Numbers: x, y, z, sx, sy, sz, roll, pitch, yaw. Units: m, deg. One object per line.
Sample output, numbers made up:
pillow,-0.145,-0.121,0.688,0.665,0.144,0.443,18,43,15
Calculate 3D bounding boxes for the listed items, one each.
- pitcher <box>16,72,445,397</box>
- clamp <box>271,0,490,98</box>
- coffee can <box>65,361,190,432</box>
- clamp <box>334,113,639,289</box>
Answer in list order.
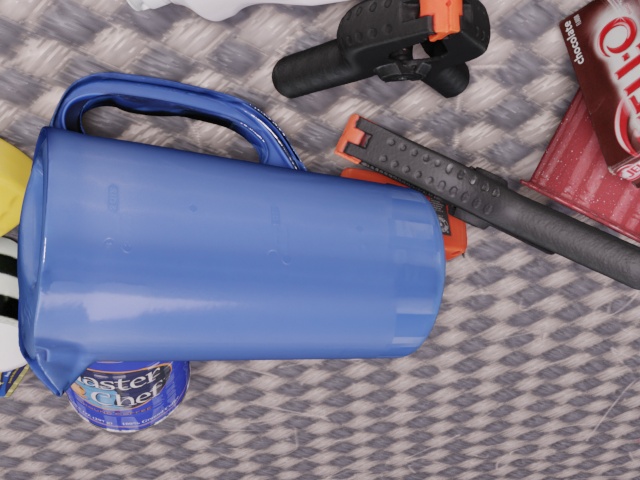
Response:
pitcher,-0.054,0.001,0.634,0.242,0.145,0.149,5,119,-20
clamp,0.033,-0.103,0.579,0.120,0.039,0.171,-8,174,-3
coffee can,-0.150,0.071,0.802,0.102,0.103,0.140,-4,148,-7
clamp,0.108,-0.027,0.716,0.210,0.036,0.164,25,-178,-5
